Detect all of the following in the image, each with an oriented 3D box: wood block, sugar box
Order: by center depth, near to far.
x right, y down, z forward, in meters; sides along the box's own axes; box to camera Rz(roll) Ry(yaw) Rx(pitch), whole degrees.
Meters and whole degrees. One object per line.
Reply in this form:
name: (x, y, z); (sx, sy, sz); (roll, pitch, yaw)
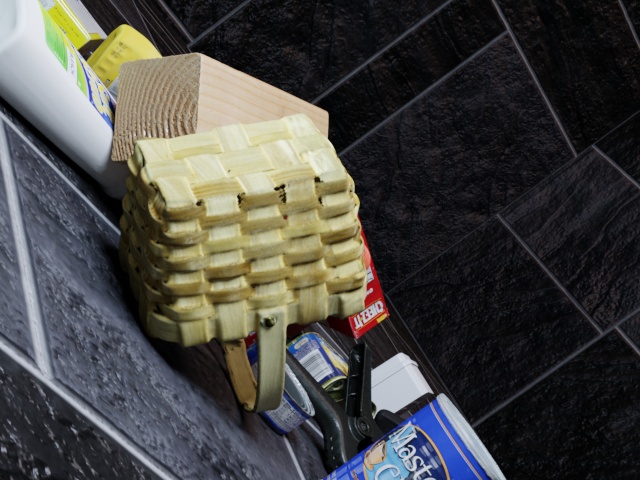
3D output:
wood block: (-0.084, -0.096, 0.971); (0.205, 0.091, 0.090); (14, 78, -58)
sugar box: (-0.305, -0.263, 1.263); (0.093, 0.048, 0.176); (53, 1, -11)

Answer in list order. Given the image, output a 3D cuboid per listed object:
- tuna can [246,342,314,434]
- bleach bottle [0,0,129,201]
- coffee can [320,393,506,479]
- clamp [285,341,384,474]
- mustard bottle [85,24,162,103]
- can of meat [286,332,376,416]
tuna can: (-0.044, 0.135, 0.980); (0.086, 0.034, 0.086); (53, 4, -6)
bleach bottle: (-0.211, -0.113, 0.934); (0.250, 0.068, 0.102); (52, 13, -49)
coffee can: (0.084, 0.220, 0.966); (0.103, 0.140, 0.103); (53, 4, -6)
clamp: (0.035, 0.190, 1.085); (0.164, 0.036, 0.210); (-4, 63, -55)
mustard bottle: (-0.168, -0.146, 1.174); (0.191, 0.096, 0.058); (36, 33, -24)
can of meat: (0.008, 0.160, 1.208); (0.102, 0.057, 0.084); (49, 5, -47)
